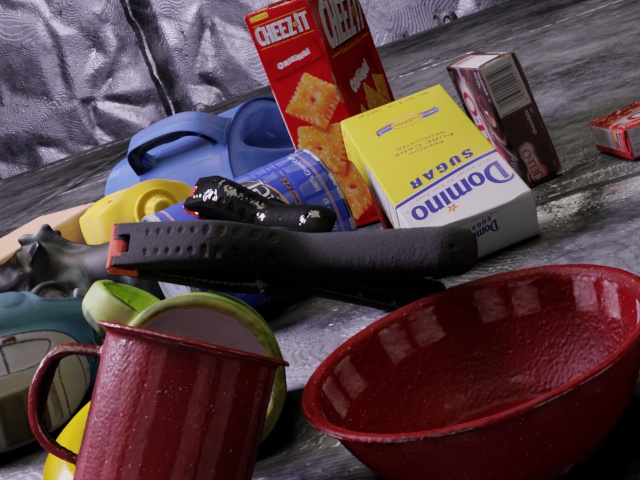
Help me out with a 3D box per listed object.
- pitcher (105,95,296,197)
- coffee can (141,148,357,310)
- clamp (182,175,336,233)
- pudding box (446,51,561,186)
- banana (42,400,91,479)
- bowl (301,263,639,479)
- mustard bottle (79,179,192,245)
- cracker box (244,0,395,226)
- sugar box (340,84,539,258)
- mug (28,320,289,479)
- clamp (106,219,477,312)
[{"bbox_3d":[-0.132,-0.068,1.153,0.243,0.149,0.144,-13,15,43],"label":"pitcher"},{"bbox_3d":[-0.055,0.001,0.838,0.140,0.103,0.103,-25,14,-19],"label":"coffee can"},{"bbox_3d":[-0.032,-0.011,0.719,0.172,0.120,0.039,22,70,27],"label":"clamp"},{"bbox_3d":[0.157,-0.106,0.922,0.039,0.113,0.090,-25,13,-7],"label":"pudding box"},{"bbox_3d":[-0.119,0.121,0.615,0.069,0.037,0.198,8,16,-5],"label":"banana"},{"bbox_3d":[0.076,0.068,0.476,0.162,0.055,0.162,-20,13,5],"label":"bowl"},{"bbox_3d":[-0.167,-0.024,1.004,0.096,0.058,0.192,-18,5,-19],"label":"mustard bottle"},{"bbox_3d":[0.020,-0.135,1.020,0.072,0.213,0.164,-16,14,21],"label":"cracker box"},{"bbox_3d":[0.086,-0.051,0.816,0.093,0.048,0.176,-22,36,-5],"label":"sugar box"},{"bbox_3d":[-0.080,0.084,0.503,0.117,0.081,0.093,13,-7,-2],"label":"mug"},{"bbox_3d":[-0.015,0.011,0.598,0.210,0.036,0.165,7,-14,-4],"label":"clamp"}]
